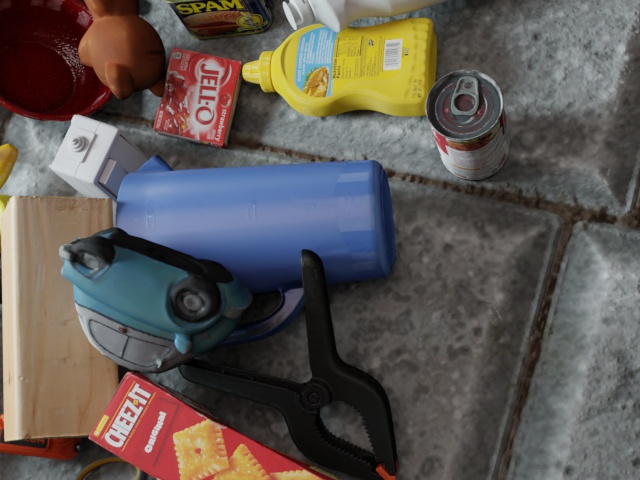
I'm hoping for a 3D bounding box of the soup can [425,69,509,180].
[{"bbox_3d":[0.137,-0.103,0.976,0.068,0.102,0.068,-4,71,13],"label":"soup can"}]

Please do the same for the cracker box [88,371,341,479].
[{"bbox_3d":[-0.063,0.197,0.893,0.214,0.164,0.072,25,78,20],"label":"cracker box"}]

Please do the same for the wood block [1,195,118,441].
[{"bbox_3d":[-0.233,0.071,0.947,0.090,0.091,0.206,1,79,-22],"label":"wood block"}]

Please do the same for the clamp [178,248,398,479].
[{"bbox_3d":[0.000,0.122,0.927,0.210,0.036,0.165,42,105,1],"label":"clamp"}]

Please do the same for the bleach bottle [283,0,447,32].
[{"bbox_3d":[0.086,-0.261,1.032,0.250,0.068,0.102,-26,81,-7],"label":"bleach bottle"}]

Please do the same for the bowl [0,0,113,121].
[{"bbox_3d":[-0.293,-0.184,1.115,0.161,0.055,0.162,12,62,-24],"label":"bowl"}]

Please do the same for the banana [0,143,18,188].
[{"bbox_3d":[-0.387,-0.046,1.104,0.198,0.037,0.069,-12,82,29],"label":"banana"}]

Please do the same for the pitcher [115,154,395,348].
[{"bbox_3d":[-0.056,0.001,0.982,0.243,0.149,0.145,-5,28,9],"label":"pitcher"}]

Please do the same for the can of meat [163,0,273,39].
[{"bbox_3d":[-0.105,-0.252,1.098,0.102,0.084,0.057,-3,71,13],"label":"can of meat"}]

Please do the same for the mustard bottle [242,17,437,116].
[{"bbox_3d":[0.016,-0.169,1.053,0.192,0.058,0.096,1,70,14],"label":"mustard bottle"}]

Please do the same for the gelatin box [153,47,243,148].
[{"bbox_3d":[-0.122,-0.144,1.080,0.073,0.030,0.089,13,85,3],"label":"gelatin box"}]
